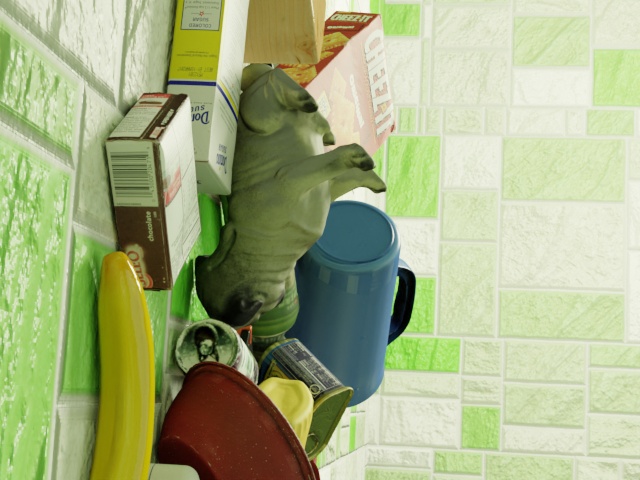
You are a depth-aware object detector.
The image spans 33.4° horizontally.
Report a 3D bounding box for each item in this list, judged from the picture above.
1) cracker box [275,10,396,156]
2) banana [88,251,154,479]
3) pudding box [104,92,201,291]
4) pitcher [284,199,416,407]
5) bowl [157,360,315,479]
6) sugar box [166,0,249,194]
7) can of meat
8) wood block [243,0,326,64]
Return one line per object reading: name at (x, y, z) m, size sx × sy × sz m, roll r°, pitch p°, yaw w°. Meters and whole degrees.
cracker box at (0.013, -0.154, 1.264) m, size 0.213 × 0.072 × 0.164 m, roll -50°, pitch 140°, yaw -44°
banana at (-0.126, 0.109, 0.665) m, size 0.069 × 0.037 × 0.198 m, roll 70°, pitch 22°, yaw -73°
pudding box at (-0.113, -0.034, 0.736) m, size 0.090 × 0.039 × 0.113 m, roll -76°, pitch 168°, yaw -61°
pitcher at (0.032, 0.068, 1.219) m, size 0.243 × 0.145 × 0.149 m, roll 98°, pitch 10°, yaw -47°
bowl at (-0.074, 0.175, 0.807) m, size 0.055 × 0.162 × 0.162 m, roll -29°, pitch 130°, yaw -36°
sugar box at (-0.091, -0.133, 0.856) m, size 0.093 × 0.048 × 0.176 m, roll 66°, pitch 30°, yaw -75°
can of meat at (-0.026, 0.160, 1.060) m, size 0.057 × 0.084 × 0.102 m, roll -14°, pitch 138°, yaw -46°
wood block at (-0.049, -0.265, 0.970) m, size 0.206 × 0.091 × 0.090 m, roll 81°, pitch 13°, yaw -55°
